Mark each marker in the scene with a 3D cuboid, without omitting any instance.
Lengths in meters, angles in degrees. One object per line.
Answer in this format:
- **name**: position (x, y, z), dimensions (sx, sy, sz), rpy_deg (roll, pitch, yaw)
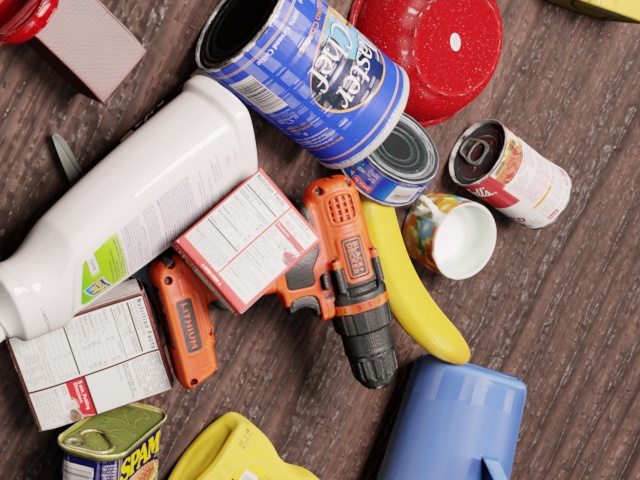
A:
- **marker**: position (-0.129, -0.092, 0.835), dimensions (0.121, 0.020, 0.020), rpy_deg (-45, 120, -16)

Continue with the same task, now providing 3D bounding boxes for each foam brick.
- **foam brick**: position (-0.176, -0.148, 0.777), dimensions (0.053, 0.051, 0.078), rpy_deg (-50, 122, -10)

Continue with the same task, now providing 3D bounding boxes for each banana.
- **banana**: position (0.075, 0.028, 0.929), dimensions (0.069, 0.037, 0.198), rpy_deg (-25, 97, -31)

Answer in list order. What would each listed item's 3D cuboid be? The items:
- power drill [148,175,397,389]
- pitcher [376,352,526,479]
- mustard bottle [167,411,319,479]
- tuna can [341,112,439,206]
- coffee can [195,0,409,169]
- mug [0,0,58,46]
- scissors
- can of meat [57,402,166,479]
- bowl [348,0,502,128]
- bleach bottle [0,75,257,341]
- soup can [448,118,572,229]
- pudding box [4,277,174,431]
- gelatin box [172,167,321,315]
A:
- **power drill**: position (-0.034, 0.056, 0.867), dimensions (0.187, 0.057, 0.184), rpy_deg (-18, 99, -18)
- **pitcher**: position (0.117, 0.235, 0.986), dimensions (0.145, 0.149, 0.243), rpy_deg (24, 80, -71)
- **mustard bottle**: position (-0.044, 0.241, 0.955), dimensions (0.096, 0.058, 0.191), rpy_deg (-51, 121, -10)
- **tuna can**: position (0.058, -0.073, 0.913), dimensions (0.086, 0.086, 0.034), rpy_deg (5, 145, -31)
- **coffee can**: position (-0.013, -0.136, 0.844), dimensions (0.140, 0.103, 0.103), rpy_deg (36, 84, -32)
- **mug**: position (-0.213, -0.174, 0.705), dimensions (0.081, 0.117, 0.093), rpy_deg (-43, 155, 9)
- **scissors**: position (-0.149, 0.001, 0.855), dimensions (0.096, 0.016, 0.202), rpy_deg (-18, 111, -27)
- **can of meat**: position (-0.167, 0.185, 0.849), dimensions (0.102, 0.057, 0.084), rpy_deg (-36, 134, -69)
- **bowl**: position (0.104, -0.174, 0.929), dimensions (0.161, 0.055, 0.162), rpy_deg (-8, 107, -28)
- **bleach bottle**: position (-0.157, -0.012, 0.784), dimensions (0.250, 0.068, 0.102), rpy_deg (-41, 151, -24)
- **soup can**: position (0.178, -0.060, 0.995), dimensions (0.102, 0.069, 0.068), rpy_deg (29, 88, -33)
- **pudding box**: position (-0.181, 0.090, 0.835), dimensions (0.113, 0.039, 0.090), rpy_deg (-18, 111, -12)
- **gelatin box**: position (-0.055, 0.001, 0.810), dimensions (0.089, 0.030, 0.073), rpy_deg (-43, 95, -15)
